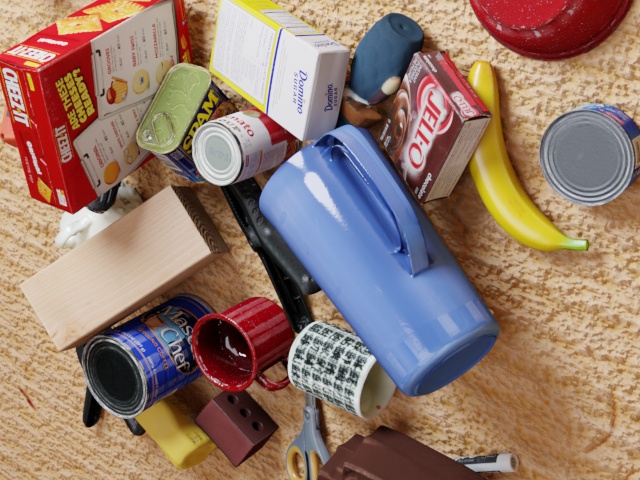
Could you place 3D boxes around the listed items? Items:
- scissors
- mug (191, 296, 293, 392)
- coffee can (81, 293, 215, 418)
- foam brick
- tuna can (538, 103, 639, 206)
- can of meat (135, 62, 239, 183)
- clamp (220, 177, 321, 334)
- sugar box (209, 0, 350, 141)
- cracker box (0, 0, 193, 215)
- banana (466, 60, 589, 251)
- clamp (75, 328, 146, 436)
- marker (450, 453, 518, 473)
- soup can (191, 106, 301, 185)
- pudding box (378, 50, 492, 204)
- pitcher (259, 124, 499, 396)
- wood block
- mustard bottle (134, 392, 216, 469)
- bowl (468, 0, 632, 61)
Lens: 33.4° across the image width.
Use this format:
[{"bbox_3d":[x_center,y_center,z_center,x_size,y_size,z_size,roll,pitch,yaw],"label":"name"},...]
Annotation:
[{"bbox_3d":[-0.020,0.208,1.235,0.096,0.016,0.202,-13,87,55],"label":"scissors"},{"bbox_3d":[-0.076,0.121,1.202,0.117,0.081,0.093,43,127,16],"label":"mug"},{"bbox_3d":[-0.194,0.134,1.256,0.103,0.140,0.103,14,115,32],"label":"coffee can"},{"bbox_3d":[-0.100,0.220,1.277,0.078,0.052,0.051,45,128,13],"label":"foam brick"},{"bbox_3d":[0.236,-0.075,0.927,0.086,0.033,0.086,14,115,32],"label":"tuna can"},{"bbox_3d":[-0.136,-0.121,1.126,0.058,0.083,0.102,18,76,29],"label":"can of meat"},{"bbox_3d":[-0.058,0.001,1.150,0.210,0.036,0.164,57,164,22],"label":"clamp"},{"bbox_3d":[-0.043,-0.177,1.056,0.176,0.048,0.093,39,129,39],"label":"sugar box"},{"bbox_3d":[-0.220,-0.153,1.099,0.072,0.213,0.164,18,131,29],"label":"cracker box"},{"bbox_3d":[0.172,-0.066,0.980,0.070,0.037,0.198,-30,90,21],"label":"banana"},{"bbox_3d":[-0.278,0.179,1.402,0.120,0.039,0.171,7,111,33],"label":"clamp"},{"bbox_3d":[0.151,0.236,1.119,0.121,0.020,0.020,-13,99,39],"label":"marker"},{"bbox_3d":[-0.076,-0.100,1.104,0.069,0.102,0.068,14,115,32],"label":"soup can"},{"bbox_3d":[0.103,-0.103,0.980,0.090,0.039,0.114,61,149,32],"label":"pudding box"},{"bbox_3d":[0.058,0.016,0.993,0.145,0.149,0.243,-43,66,19],"label":"pitcher"},{"bbox_3d":[-0.219,0.031,1.207,0.206,0.090,0.091,-33,87,8],"label":"wood block"},{"bbox_3d":[-0.211,0.196,1.324,0.058,0.096,0.192,-47,75,6],"label":"mustard bottle"},{"bbox_3d":[0.180,-0.227,0.896,0.162,0.055,0.162,14,116,32],"label":"bowl"}]
